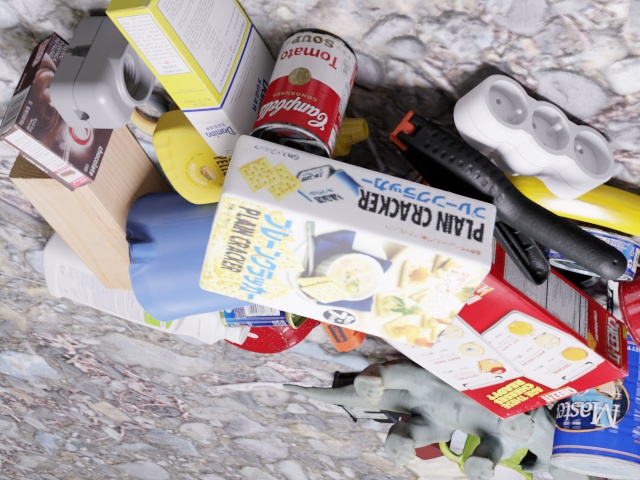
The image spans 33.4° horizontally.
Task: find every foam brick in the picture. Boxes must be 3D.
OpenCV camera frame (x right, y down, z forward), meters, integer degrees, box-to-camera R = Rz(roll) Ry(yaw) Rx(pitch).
[{"bbox_3d":[0.141,0.245,1.417,0.053,0.078,0.051,30,146,-23],"label":"foam brick"}]

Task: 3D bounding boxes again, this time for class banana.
[{"bbox_3d":[0.235,-0.033,0.951,0.198,0.037,0.069,13,176,11],"label":"banana"}]

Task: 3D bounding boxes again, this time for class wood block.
[{"bbox_3d":[-0.220,-0.038,1.108,0.090,0.090,0.206,3,148,23],"label":"wood block"}]

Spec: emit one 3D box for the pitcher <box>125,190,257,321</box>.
[{"bbox_3d":[-0.057,0.001,1.058,0.243,0.149,0.145,-8,128,23],"label":"pitcher"}]

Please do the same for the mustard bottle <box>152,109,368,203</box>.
[{"bbox_3d":[-0.048,-0.086,0.962,0.192,0.058,0.096,-7,134,22],"label":"mustard bottle"}]

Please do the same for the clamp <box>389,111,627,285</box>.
[{"bbox_3d":[0.149,-0.030,0.880,0.210,0.036,0.165,40,169,-13],"label":"clamp"}]

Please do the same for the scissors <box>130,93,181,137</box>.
[{"bbox_3d":[-0.141,-0.088,1.058,0.096,0.016,0.202,12,149,2],"label":"scissors"}]

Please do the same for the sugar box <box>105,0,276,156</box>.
[{"bbox_3d":[-0.094,-0.154,0.847,0.048,0.093,0.176,1,146,26],"label":"sugar box"}]

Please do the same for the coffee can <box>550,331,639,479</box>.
[{"bbox_3d":[0.304,0.175,1.136,0.103,0.140,0.103,10,162,3],"label":"coffee can"}]

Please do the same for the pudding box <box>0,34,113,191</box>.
[{"bbox_3d":[-0.231,-0.115,0.962,0.039,0.113,0.090,-18,137,40],"label":"pudding box"}]

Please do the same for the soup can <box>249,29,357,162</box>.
[{"bbox_3d":[-0.013,-0.112,0.869,0.068,0.102,0.068,12,150,7],"label":"soup can"}]

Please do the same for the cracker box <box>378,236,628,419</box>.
[{"bbox_3d":[0.172,0.082,1.056,0.213,0.072,0.164,34,139,-26],"label":"cracker box"}]

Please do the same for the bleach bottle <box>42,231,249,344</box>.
[{"bbox_3d":[-0.199,0.064,1.246,0.251,0.068,0.103,22,144,12],"label":"bleach bottle"}]

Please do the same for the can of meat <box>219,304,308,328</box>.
[{"bbox_3d":[-0.056,0.060,1.174,0.084,0.102,0.057,-3,103,19],"label":"can of meat"}]

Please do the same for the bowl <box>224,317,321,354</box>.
[{"bbox_3d":[-0.077,0.092,1.292,0.162,0.055,0.162,12,150,7],"label":"bowl"}]

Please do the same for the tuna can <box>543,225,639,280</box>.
[{"bbox_3d":[0.249,0.011,0.982,0.086,0.034,0.086,14,175,1],"label":"tuna can"}]
